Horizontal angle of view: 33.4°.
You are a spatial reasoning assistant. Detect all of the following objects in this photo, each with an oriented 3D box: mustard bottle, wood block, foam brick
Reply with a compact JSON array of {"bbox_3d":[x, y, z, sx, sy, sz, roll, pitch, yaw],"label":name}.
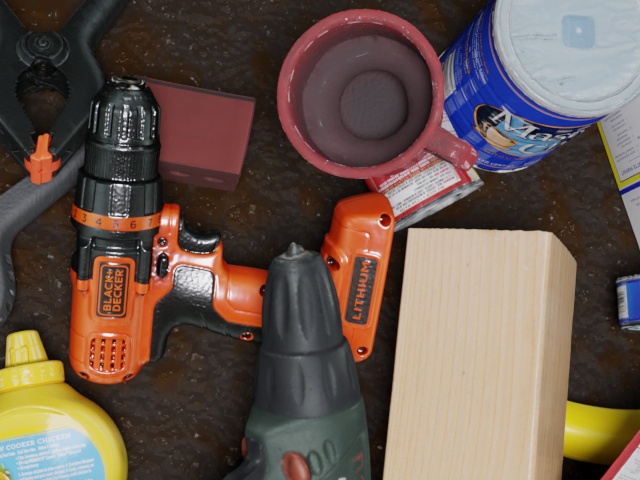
[{"bbox_3d":[-0.158,0.147,0.618,0.096,0.058,0.191,-12,82,1],"label":"mustard bottle"},{"bbox_3d":[0.097,0.103,0.646,0.091,0.090,0.206,1,77,24],"label":"wood block"},{"bbox_3d":[-0.085,-0.066,0.676,0.078,0.053,0.051,9,78,-8],"label":"foam brick"}]

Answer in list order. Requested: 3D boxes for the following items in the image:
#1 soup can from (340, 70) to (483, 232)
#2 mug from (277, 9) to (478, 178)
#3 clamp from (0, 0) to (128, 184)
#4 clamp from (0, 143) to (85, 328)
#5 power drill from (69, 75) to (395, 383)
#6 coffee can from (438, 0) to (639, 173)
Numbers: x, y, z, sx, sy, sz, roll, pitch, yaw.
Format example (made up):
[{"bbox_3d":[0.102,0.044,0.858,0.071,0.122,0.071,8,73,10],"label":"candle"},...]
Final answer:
[{"bbox_3d":[0.052,-0.065,0.694,0.068,0.068,0.102,-27,85,-15],"label":"soup can"},{"bbox_3d":[0.039,-0.074,0.619,0.117,0.081,0.093,28,94,10],"label":"mug"},{"bbox_3d":[-0.162,-0.116,0.661,0.120,0.039,0.171,-11,67,-11],"label":"clamp"},{"bbox_3d":[-0.233,-0.007,0.644,0.164,0.036,0.210,20,73,-5],"label":"clamp"},{"bbox_3d":[-0.054,0.001,0.638,0.187,0.057,0.184,5,109,-10],"label":"power drill"},{"bbox_3d":[0.136,-0.109,0.681,0.102,0.140,0.103,2,79,-11],"label":"coffee can"}]
